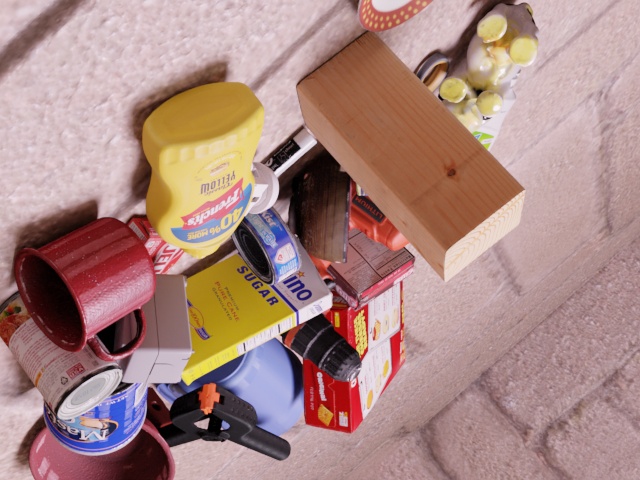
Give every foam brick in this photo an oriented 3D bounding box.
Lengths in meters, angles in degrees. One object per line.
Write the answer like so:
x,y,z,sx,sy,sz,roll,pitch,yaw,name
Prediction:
-0.223,0.217,1.276,0.051,0.053,0.078,-50,160,25,foam brick

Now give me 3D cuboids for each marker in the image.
-0.054,-0.062,1.029,0.121,0.020,0.020,-41,161,2,marker

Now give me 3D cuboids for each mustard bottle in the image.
-0.100,-0.045,0.897,0.096,0.058,0.192,-27,153,-24,mustard bottle

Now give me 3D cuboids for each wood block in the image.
0.079,-0.077,0.963,0.090,0.206,0.090,-38,161,-8,wood block

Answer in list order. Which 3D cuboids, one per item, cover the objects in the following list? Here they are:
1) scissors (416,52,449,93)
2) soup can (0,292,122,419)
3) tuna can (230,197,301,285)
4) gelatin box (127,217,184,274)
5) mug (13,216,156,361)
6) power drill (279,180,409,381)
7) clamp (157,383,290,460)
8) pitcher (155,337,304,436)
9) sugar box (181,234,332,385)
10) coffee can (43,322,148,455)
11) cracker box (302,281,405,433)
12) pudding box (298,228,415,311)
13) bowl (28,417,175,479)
0.104,-0.141,1.162,0.096,0.016,0.201,-40,161,-3,scissors
-0.226,0.094,0.919,0.068,0.102,0.068,-36,161,-15,soup can
-0.057,0.001,1.062,0.033,0.086,0.086,-32,159,-19,tuna can
-0.165,0.018,0.977,0.089,0.030,0.073,-47,160,20,gelatin box
-0.183,0.042,0.874,0.081,0.117,0.093,-32,-177,-38,mug
0.017,0.038,1.166,0.187,0.184,0.057,-48,161,-9,power drill
-0.126,0.204,1.182,0.164,0.036,0.210,1,154,7,clamp
-0.110,0.156,1.267,0.149,0.145,0.242,-50,159,-9,pitcher
-0.085,0.066,1.106,0.176,0.093,0.048,-29,158,-10,sugar box
-0.216,0.133,1.024,0.102,0.103,0.140,-31,159,-27,coffee can
0.044,0.118,1.343,0.213,0.072,0.164,-40,131,-61,cracker box
0.041,0.016,1.239,0.089,0.114,0.039,-31,152,-25,pudding box
-0.241,0.234,1.198,0.162,0.162,0.055,-50,-158,27,bowl
